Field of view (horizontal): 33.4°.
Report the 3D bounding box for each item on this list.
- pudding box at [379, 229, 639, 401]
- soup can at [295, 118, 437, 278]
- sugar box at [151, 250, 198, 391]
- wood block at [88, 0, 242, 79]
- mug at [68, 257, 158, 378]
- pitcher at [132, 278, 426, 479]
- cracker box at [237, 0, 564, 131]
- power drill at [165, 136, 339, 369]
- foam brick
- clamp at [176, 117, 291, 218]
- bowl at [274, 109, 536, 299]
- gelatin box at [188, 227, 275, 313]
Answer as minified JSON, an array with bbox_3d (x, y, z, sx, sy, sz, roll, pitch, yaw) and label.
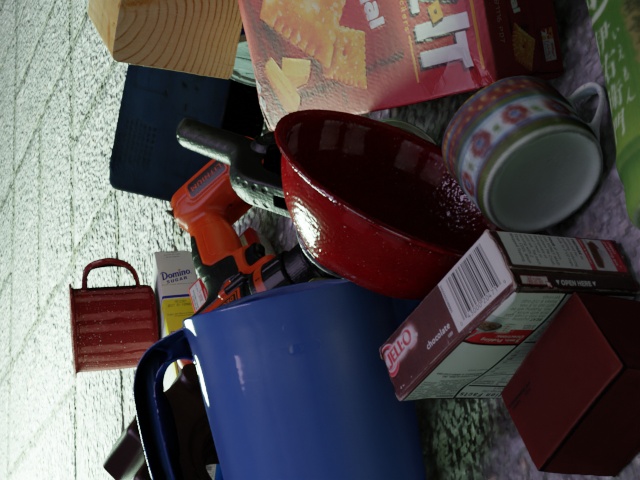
[{"bbox_3d":[0.098,0.043,0.567,0.114,0.089,0.039,-52,46,43],"label":"pudding box"},{"bbox_3d":[0.035,-0.028,0.736,0.102,0.068,0.068,-49,41,46],"label":"soup can"},{"bbox_3d":[-0.132,0.102,1.034,0.093,0.048,0.176,101,161,-45],"label":"sugar box"},{"bbox_3d":[-0.127,-0.200,0.854,0.206,0.090,0.090,-129,49,-64],"label":"wood block"},{"bbox_3d":[-0.203,0.074,1.044,0.093,0.081,0.117,-146,54,-72],"label":"mug"},{"bbox_3d":[-0.007,0.148,0.642,0.149,0.144,0.243,-17,82,49],"label":"pitcher"},{"bbox_3d":[0.034,-0.163,0.672,0.214,0.071,0.164,-3,101,50],"label":"cracker box"},{"bbox_3d":[-0.056,0.001,0.878,0.185,0.057,0.188,-38,41,21],"label":"power drill"},{"bbox_3d":[0.136,0.072,0.528,0.078,0.051,0.053,-62,32,33],"label":"foam brick"},{"bbox_3d":[-0.032,-0.072,0.852,0.172,0.120,0.039,46,156,47],"label":"clamp"},{"bbox_3d":[0.040,-0.014,0.616,0.055,0.161,0.162,-65,31,24],"label":"bowl"},{"bbox_3d":[-0.073,0.044,0.940,0.089,0.030,0.073,-45,39,17],"label":"gelatin box"}]
